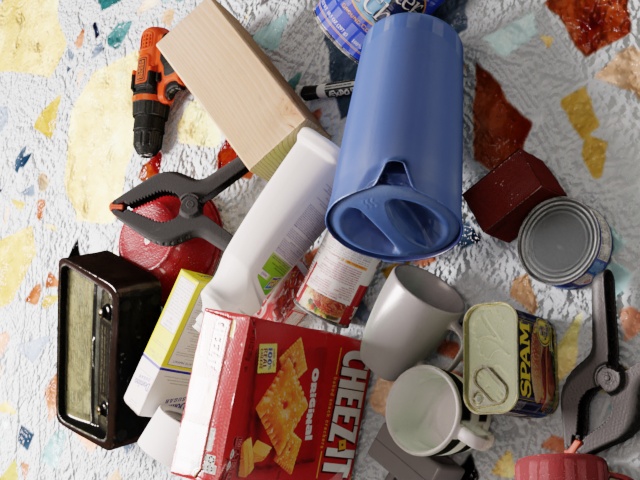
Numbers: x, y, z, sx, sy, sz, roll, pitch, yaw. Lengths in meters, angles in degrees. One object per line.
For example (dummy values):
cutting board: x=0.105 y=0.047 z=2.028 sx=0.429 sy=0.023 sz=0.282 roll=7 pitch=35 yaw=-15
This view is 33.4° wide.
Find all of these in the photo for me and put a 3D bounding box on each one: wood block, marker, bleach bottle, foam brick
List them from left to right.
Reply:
wood block: x=-0.091 y=-0.176 z=1.263 sx=0.091 sy=0.090 sz=0.206 roll=-41 pitch=70 yaw=9
bleach bottle: x=-0.058 y=0.001 z=1.182 sx=0.068 sy=0.102 sz=0.251 roll=36 pitch=86 yaw=31
marker: x=0.024 y=-0.178 z=1.254 sx=0.121 sy=0.020 sz=0.020 roll=-2 pitch=77 yaw=40
foam brick: x=0.191 y=-0.044 z=1.051 sx=0.078 sy=0.052 sz=0.051 roll=-40 pitch=55 yaw=25

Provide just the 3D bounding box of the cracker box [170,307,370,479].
cracker box: x=-0.040 y=0.166 z=1.084 sx=0.072 sy=0.213 sz=0.164 roll=7 pitch=83 yaw=40

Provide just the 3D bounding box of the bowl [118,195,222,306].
bowl: x=-0.203 y=0.001 z=1.354 sx=0.162 sy=0.055 sz=0.162 roll=-9 pitch=73 yaw=31

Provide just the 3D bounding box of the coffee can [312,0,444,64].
coffee can: x=0.075 y=-0.273 z=1.181 sx=0.140 sy=0.102 sz=0.103 roll=-44 pitch=54 yaw=23

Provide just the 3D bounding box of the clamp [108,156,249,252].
clamp: x=-0.149 y=-0.049 z=1.298 sx=0.210 sy=0.036 sz=0.164 roll=6 pitch=74 yaw=7

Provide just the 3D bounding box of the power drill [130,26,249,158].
power drill: x=-0.179 y=-0.207 z=1.411 sx=0.188 sy=0.057 sz=0.184 roll=-6 pitch=77 yaw=39

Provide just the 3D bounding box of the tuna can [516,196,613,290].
tuna can: x=0.233 y=0.003 z=1.015 sx=0.086 sy=0.033 sz=0.086 roll=-13 pitch=70 yaw=38

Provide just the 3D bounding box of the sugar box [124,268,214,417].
sugar box: x=-0.159 y=0.128 z=1.277 sx=0.048 sy=0.093 sz=0.176 roll=34 pitch=100 yaw=41

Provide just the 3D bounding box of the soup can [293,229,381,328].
soup can: x=0.022 y=0.036 z=1.164 sx=0.069 sy=0.068 sz=0.102 roll=32 pitch=99 yaw=41

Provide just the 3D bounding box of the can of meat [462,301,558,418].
can of meat: x=0.179 y=0.115 z=0.996 sx=0.058 sy=0.083 sz=0.102 roll=-10 pitch=72 yaw=38

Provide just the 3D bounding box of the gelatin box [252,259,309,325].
gelatin box: x=-0.046 y=0.064 z=1.240 sx=0.089 sy=0.030 sz=0.073 roll=-51 pitch=51 yaw=17

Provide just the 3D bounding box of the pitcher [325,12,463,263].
pitcher: x=0.085 y=-0.104 z=1.094 sx=0.149 sy=0.144 sz=0.242 roll=-27 pitch=44 yaw=44

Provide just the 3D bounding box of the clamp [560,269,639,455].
clamp: x=0.272 y=0.122 z=0.945 sx=0.120 sy=0.039 sz=0.171 roll=23 pitch=99 yaw=46

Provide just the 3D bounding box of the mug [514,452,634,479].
mug: x=0.224 y=0.231 z=0.929 sx=0.117 sy=0.093 sz=0.081 roll=-7 pitch=68 yaw=19
